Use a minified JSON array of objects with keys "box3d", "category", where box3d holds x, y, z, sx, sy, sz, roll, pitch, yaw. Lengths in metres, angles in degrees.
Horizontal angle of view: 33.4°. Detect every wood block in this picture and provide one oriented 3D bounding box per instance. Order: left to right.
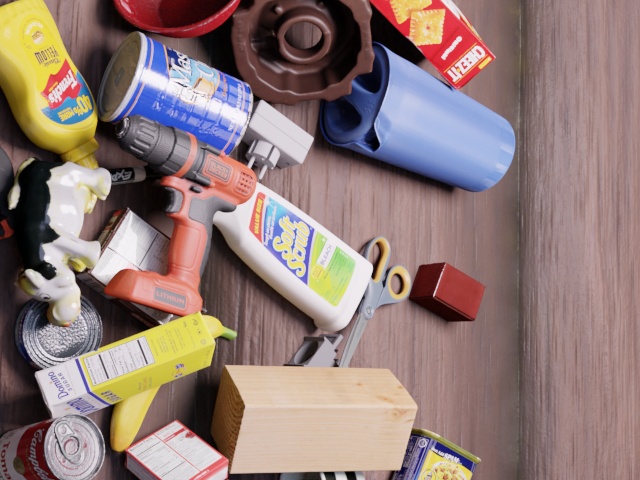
[{"box3d":[-0.009,0.201,1.208,0.205,0.090,0.091,4,112,-22],"category":"wood block"}]

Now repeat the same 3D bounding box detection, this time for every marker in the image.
[{"box3d":[-0.224,-0.070,1.173,0.120,0.020,0.020,-10,91,-33],"category":"marker"}]

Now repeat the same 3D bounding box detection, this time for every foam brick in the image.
[{"box3d":[0.165,0.068,1.395,0.078,0.053,0.051,30,70,-28],"category":"foam brick"}]

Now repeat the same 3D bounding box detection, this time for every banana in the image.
[{"box3d":[-0.171,0.143,1.176,0.197,0.037,0.069,-44,108,-29],"category":"banana"}]

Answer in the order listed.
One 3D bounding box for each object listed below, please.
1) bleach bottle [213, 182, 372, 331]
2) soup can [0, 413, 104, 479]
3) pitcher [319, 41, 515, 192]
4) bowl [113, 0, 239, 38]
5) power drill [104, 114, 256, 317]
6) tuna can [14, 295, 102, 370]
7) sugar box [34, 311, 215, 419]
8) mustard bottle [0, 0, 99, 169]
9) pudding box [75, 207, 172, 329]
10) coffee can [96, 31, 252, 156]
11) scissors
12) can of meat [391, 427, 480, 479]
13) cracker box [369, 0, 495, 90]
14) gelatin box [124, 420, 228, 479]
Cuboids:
[{"box3d":[-0.058,0.002,1.251,0.250,0.068,0.102,36,67,-23],"category":"bleach bottle"},{"box3d":[-0.271,0.212,1.056,0.068,0.102,0.068,20,62,-42],"category":"soup can"},{"box3d":[0.128,-0.155,1.358,0.242,0.145,0.149,20,88,-34],"category":"pitcher"},{"box3d":[-0.148,-0.281,1.192,0.162,0.162,0.055,-64,158,-21],"category":"bowl"},{"box3d":[-0.159,-0.022,1.116,0.184,0.057,0.187,24,80,-42],"category":"power drill"},{"box3d":[-0.274,0.096,1.114,0.085,0.034,0.086,4,83,-33],"category":"tuna can"},{"box3d":[-0.198,0.133,1.095,0.176,0.093,0.048,-23,74,-16],"category":"sugar box"},{"box3d":[-0.285,-0.154,1.114,0.191,0.058,0.096,64,32,-13],"category":"mustard bottle"},{"box3d":[-0.197,0.032,1.170,0.113,0.039,0.090,40,65,-26],"category":"pudding box"},{"box3d":[-0.160,-0.154,1.174,0.140,0.103,0.103,22,74,-30],"category":"coffee can"},{"box3d":[0.070,0.090,1.327,0.096,0.016,0.201,33,55,-34],"category":"scissors"},{"box3d":[0.144,0.297,1.355,0.102,0.058,0.084,32,71,-26],"category":"can of meat"},{"box3d":[0.110,-0.303,1.335,0.072,0.164,0.213,-41,114,16],"category":"cracker box"},{"box3d":[-0.155,0.240,1.143,0.073,0.089,0.030,-28,136,-40],"category":"gelatin box"}]
